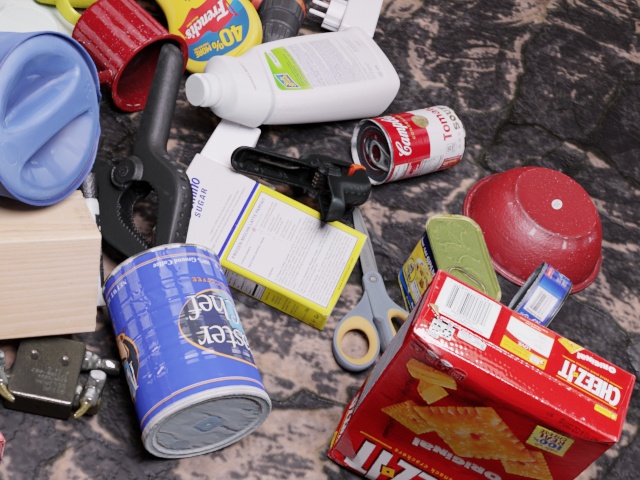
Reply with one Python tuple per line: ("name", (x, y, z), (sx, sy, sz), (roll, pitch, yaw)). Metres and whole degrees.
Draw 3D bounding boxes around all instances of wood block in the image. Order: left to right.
("wood block", (-0.284, 0.021, 0.832), (0.205, 0.091, 0.090), (-3, 29, -23))

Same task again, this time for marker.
("marker", (-0.197, -0.003, 0.913), (0.020, 0.020, 0.121), (-2, 82, -23))

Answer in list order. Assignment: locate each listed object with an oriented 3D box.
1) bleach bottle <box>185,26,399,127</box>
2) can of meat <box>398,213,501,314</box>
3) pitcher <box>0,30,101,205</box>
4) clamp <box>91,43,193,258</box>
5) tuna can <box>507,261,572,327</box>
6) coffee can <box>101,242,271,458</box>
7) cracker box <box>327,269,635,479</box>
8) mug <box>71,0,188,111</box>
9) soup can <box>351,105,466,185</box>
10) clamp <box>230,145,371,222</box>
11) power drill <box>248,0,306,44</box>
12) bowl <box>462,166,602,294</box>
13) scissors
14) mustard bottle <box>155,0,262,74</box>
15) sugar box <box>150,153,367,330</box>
("bleach bottle", (-0.034, -0.163, 1.072), (0.250, 0.068, 0.103), (-12, 59, -45))
("can of meat", (0.117, 0.041, 0.996), (0.057, 0.084, 0.102), (2, 53, -20))
("pitcher", (-0.312, -0.108, 0.853), (0.243, 0.149, 0.145), (9, 59, 26))
("clamp", (-0.174, -0.055, 0.943), (0.036, 0.165, 0.210), (31, 40, -59))
("tuna can", (0.200, 0.064, 1.010), (0.034, 0.086, 0.086), (36, 49, 5))
("coffee can", (-0.109, 0.088, 0.856), (0.102, 0.103, 0.140), (-6, 56, -26))
("cracker box", (0.115, 0.140, 0.830), (0.164, 0.214, 0.072), (29, 50, 2))
("mug", (-0.199, -0.183, 1.045), (0.117, 0.093, 0.081), (-29, 63, -37))
("soup can", (0.093, -0.100, 1.109), (0.102, 0.069, 0.068), (-15, 60, -31))
("clamp", (-0.010, -0.061, 1.014), (0.120, 0.039, 0.171), (34, 16, 11))
("power drill", (-0.105, -0.285, 1.186), (0.187, 0.057, 0.184), (18, 49, -10))
("bowl", (0.233, -0.024, 1.113), (0.162, 0.055, 0.162), (11, 51, -14))
("scissors", (0.034, 0.049, 1.001), (0.096, 0.016, 0.202), (-14, 51, -20))
("mustard bottle", (-0.114, -0.226, 1.104), (0.096, 0.058, 0.191), (-24, 92, 4))
("sugar box", (-0.056, 0.001, 0.975), (0.176, 0.048, 0.093), (26, 62, 2))
